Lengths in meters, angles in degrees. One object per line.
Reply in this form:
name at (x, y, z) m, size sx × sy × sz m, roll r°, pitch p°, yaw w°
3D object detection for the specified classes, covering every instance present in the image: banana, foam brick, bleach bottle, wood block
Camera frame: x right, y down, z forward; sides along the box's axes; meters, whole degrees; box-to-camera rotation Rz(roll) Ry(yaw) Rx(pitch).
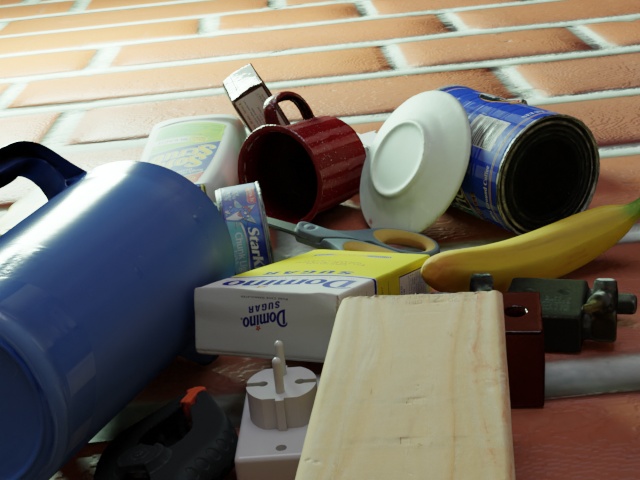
banana at (0.148, 0.007, 0.755) m, size 0.197 × 0.070 × 0.037 m, roll -19°, pitch 55°, yaw -23°
foam brick at (0.095, 0.064, 0.636) m, size 0.078 × 0.051 × 0.053 m, roll -1°, pitch 22°, yaw 11°
bleach bottle at (-0.118, -0.044, 0.956) m, size 0.102 × 0.068 × 0.251 m, roll -4°, pitch 24°, yaw 0°
wood block at (0.044, 0.108, 0.488) m, size 0.090 × 0.091 × 0.206 m, roll -3°, pitch 22°, yaw 9°

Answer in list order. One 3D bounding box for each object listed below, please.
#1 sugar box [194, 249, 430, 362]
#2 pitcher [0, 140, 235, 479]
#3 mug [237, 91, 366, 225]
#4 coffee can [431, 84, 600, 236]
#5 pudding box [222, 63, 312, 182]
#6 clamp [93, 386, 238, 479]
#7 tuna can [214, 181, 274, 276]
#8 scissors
sugar box at (0.002, 0.037, 0.680) m, size 0.093 × 0.048 × 0.176 m, roll 1°, pitch 5°, yaw 22°
pitcher at (-0.151, 0.036, 0.606) m, size 0.149 × 0.145 × 0.242 m, roll 8°, pitch 18°, yaw 10°
mug at (-0.016, -0.075, 0.940) m, size 0.093 × 0.117 × 0.081 m, roll -17°, pitch 5°, yaw 40°
coffee can at (0.145, -0.068, 0.886) m, size 0.102 × 0.103 × 0.140 m, roll -16°, pitch 24°, yaw -24°
pudding box at (-0.047, -0.108, 1.027) m, size 0.039 × 0.113 × 0.090 m, roll -34°, pitch 23°, yaw 2°
clamp at (-0.098, 0.129, 0.545) m, size 0.120 × 0.039 × 0.171 m, roll -8°, pitch 15°, yaw 9°
tuna can at (-0.055, 0.001, 0.790) m, size 0.033 × 0.086 × 0.086 m, roll -10°, pitch 22°, yaw -5°
scissors at (0.009, -0.007, 0.848) m, size 0.202 × 0.016 × 0.096 m, roll 26°, pitch 30°, yaw 36°
